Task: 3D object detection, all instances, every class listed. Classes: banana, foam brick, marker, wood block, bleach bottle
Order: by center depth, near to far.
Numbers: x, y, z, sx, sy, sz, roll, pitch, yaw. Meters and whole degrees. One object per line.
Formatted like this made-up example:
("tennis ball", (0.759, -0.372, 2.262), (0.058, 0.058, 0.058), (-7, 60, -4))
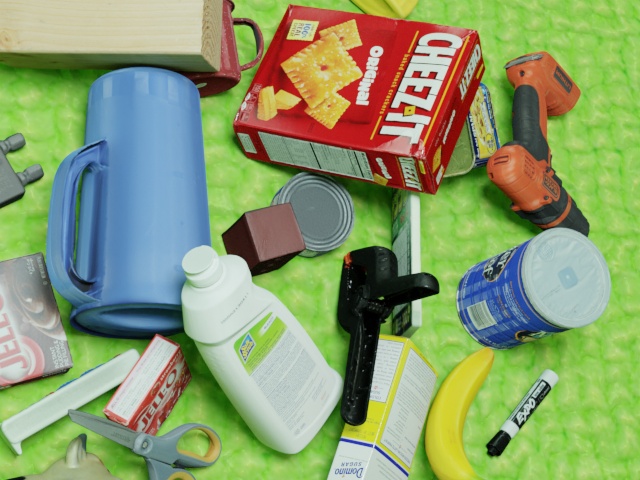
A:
("bleach bottle", (-0.057, 0.088, 0.956), (0.102, 0.068, 0.250), (-54, 142, -26))
("wood block", (-0.201, -0.210, 0.998), (0.206, 0.090, 0.091), (1, 89, 6))
("foam brick", (-0.057, 0.001, 1.059), (0.052, 0.078, 0.051), (-14, 80, -26))
("banana", (0.142, 0.184, 1.084), (0.070, 0.037, 0.197), (-1, 38, 10))
("marker", (0.217, 0.187, 1.152), (0.020, 0.020, 0.121), (47, 63, -4))

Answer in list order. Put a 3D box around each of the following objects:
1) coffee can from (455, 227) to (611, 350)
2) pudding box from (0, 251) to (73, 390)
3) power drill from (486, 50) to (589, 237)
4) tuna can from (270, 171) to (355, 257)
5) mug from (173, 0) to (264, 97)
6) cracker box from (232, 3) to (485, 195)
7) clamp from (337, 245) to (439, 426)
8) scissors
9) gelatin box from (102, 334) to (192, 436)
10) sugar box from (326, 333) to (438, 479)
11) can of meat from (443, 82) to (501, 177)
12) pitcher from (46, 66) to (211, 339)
("coffee can", (0.221, 0.054, 1.123), (0.102, 0.140, 0.103), (6, 73, -21))
("pudding box", (-0.283, 0.076, 0.965), (0.089, 0.039, 0.113), (-14, 81, -25))
("power drill", (0.256, -0.104, 1.209), (0.184, 0.057, 0.187), (36, 52, -42))
("tuna can", (-0.009, -0.026, 1.110), (0.086, 0.034, 0.086), (6, 73, -21))
("mug", (-0.114, -0.195, 1.084), (0.117, 0.093, 0.081), (-8, 83, -17))
("cracker box", (0.039, -0.148, 1.083), (0.214, 0.072, 0.164), (13, 64, 24))
("clamp", (0.056, 0.057, 1.035), (0.036, 0.165, 0.210), (22, 27, -17))
("scissors", (-0.157, 0.198, 0.939), (0.201, 0.016, 0.096), (16, 85, -55))
("gelatin box", (-0.156, 0.141, 0.978), (0.030, 0.073, 0.089), (24, 64, 17))
("sugar box", (0.060, 0.191, 1.049), (0.093, 0.048, 0.176), (49, 56, -49))
("can of meat", (0.154, -0.125, 1.171), (0.083, 0.058, 0.102), (-16, 96, -56))
("pitcher", (-0.171, -0.036, 0.991), (0.145, 0.149, 0.243), (-1, 72, -7))
